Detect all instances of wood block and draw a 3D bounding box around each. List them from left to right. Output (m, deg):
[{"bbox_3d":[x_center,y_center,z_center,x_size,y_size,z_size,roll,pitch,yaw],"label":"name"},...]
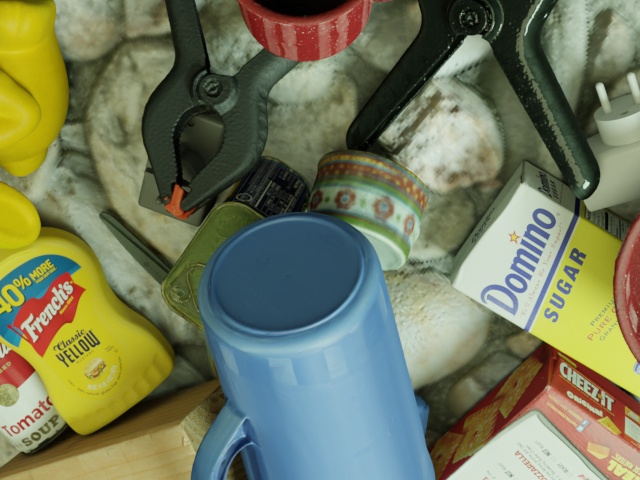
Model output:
[{"bbox_3d":[-0.146,0.183,0.830,0.206,0.090,0.091,-20,98,29],"label":"wood block"}]

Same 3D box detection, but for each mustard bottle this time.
[{"bbox_3d":[-0.202,0.048,0.805,0.096,0.058,0.191,-36,104,4],"label":"mustard bottle"}]

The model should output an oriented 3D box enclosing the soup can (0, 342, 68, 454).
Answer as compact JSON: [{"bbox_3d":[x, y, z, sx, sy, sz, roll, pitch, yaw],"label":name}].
[{"bbox_3d":[-0.246,0.111,0.850,0.069,0.068,0.102,-29,108,26],"label":"soup can"}]

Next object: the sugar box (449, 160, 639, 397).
[{"bbox_3d":[0.183,0.033,0.708,0.176,0.048,0.093,29,120,-3],"label":"sugar box"}]

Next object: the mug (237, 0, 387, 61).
[{"bbox_3d":[0.002,-0.154,0.615,0.117,0.081,0.093,-2,80,1],"label":"mug"}]

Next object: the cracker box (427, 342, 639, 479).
[{"bbox_3d":[0.162,0.197,0.788,0.164,0.072,0.214,36,121,-6],"label":"cracker box"}]

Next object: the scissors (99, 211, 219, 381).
[{"bbox_3d":[-0.076,0.047,0.801,0.096,0.016,0.201,-22,110,22],"label":"scissors"}]

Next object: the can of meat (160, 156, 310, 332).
[{"bbox_3d":[-0.055,0.001,0.731,0.057,0.083,0.102,35,121,-6],"label":"can of meat"}]

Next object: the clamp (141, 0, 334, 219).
[{"bbox_3d":[-0.072,-0.101,0.670,0.120,0.039,0.171,26,84,11],"label":"clamp"}]

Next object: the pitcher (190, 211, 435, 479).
[{"bbox_3d":[-0.009,0.106,0.684,0.145,0.149,0.243,-3,137,10],"label":"pitcher"}]

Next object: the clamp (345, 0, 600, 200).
[{"bbox_3d":[0.087,-0.131,0.641,0.165,0.036,0.210,5,110,26],"label":"clamp"}]
